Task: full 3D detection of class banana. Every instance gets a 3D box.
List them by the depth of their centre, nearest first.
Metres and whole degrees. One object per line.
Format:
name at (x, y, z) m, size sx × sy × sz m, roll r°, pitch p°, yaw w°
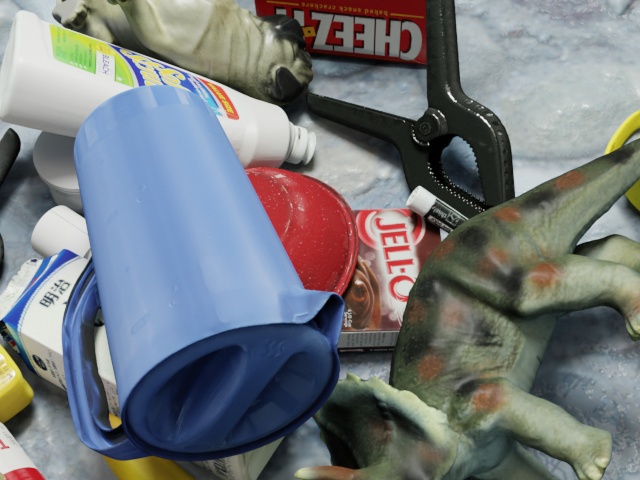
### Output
banana at (-0.080, 0.176, 0.708) m, size 0.198 × 0.070 × 0.037 m, roll 22°, pitch 38°, yaw 35°

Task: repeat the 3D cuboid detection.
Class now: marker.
marker at (0.120, -0.001, 0.818) m, size 0.121 × 0.020 × 0.020 m, roll 33°, pitch 61°, yaw -7°

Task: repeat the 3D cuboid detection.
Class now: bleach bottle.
bleach bottle at (-0.124, -0.107, 0.853) m, size 0.250 × 0.068 × 0.102 m, roll 13°, pitch 31°, yaw -22°

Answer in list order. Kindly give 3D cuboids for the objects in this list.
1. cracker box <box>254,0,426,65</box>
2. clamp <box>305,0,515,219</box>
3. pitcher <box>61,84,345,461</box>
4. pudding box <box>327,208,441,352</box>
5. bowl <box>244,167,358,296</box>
cracker box at (0.024, -0.245, 0.888) m, size 0.164 × 0.214 × 0.072 m, roll 8°, pitch 58°, yaw 7°
clamp at (0.083, -0.088, 0.863) m, size 0.036 × 0.165 × 0.210 m, roll -9°, pitch 69°, yaw -55°
pitcher at (-0.096, 0.017, 0.698) m, size 0.149 × 0.145 × 0.243 m, roll -6°, pitch 47°, yaw -22°
pudding box at (0.049, 0.029, 0.815) m, size 0.090 × 0.039 × 0.113 m, roll -2°, pitch 58°, yaw -1°
bowl at (-0.055, 0.001, 0.802) m, size 0.162 × 0.055 × 0.162 m, roll -11°, pitch 55°, yaw 16°
